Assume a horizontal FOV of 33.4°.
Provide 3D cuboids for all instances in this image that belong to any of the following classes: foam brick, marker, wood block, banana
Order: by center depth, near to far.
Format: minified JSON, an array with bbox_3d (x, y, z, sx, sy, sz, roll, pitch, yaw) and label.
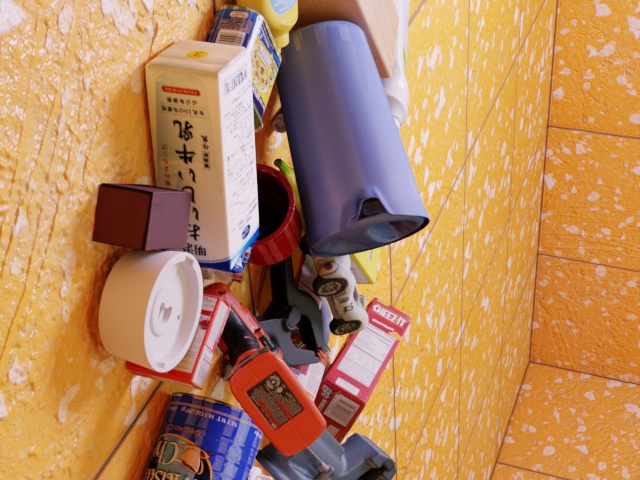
[{"bbox_3d":[-0.154,-0.021,0.930,0.078,0.051,0.053,-2,101,-71],"label":"foam brick"},{"bbox_3d":[0.024,-0.274,1.232,0.206,0.091,0.090,53,43,-65],"label":"wood block"},{"bbox_3d":[-0.026,-0.168,1.269,0.121,0.020,0.020,-60,153,-45],"label":"marker"},{"bbox_3d":[-0.046,-0.004,1.280,0.069,0.037,0.198,-11,110,-50],"label":"banana"}]

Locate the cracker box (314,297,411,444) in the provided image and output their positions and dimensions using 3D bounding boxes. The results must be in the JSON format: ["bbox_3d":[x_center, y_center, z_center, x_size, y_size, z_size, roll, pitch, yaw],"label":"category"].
[{"bbox_3d":[0.035,0.200,1.488,0.164,0.072,0.213,-61,175,35],"label":"cracker box"}]

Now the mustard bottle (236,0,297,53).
[{"bbox_3d":[-0.054,-0.270,1.072,0.096,0.058,0.192,-58,152,-55],"label":"mustard bottle"}]

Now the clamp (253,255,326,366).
[{"bbox_3d":[-0.052,0.093,1.243,0.164,0.036,0.210,-57,140,-28],"label":"clamp"}]

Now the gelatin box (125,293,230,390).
[{"bbox_3d":[-0.134,0.091,1.012,0.030,0.073,0.089,56,47,-59],"label":"gelatin box"}]

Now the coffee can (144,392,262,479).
[{"bbox_3d":[-0.123,0.236,1.077,0.102,0.103,0.140,58,46,-63],"label":"coffee can"}]

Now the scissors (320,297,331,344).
[{"bbox_3d":[0.006,0.066,1.432,0.096,0.016,0.202,-167,-92,-74],"label":"scissors"}]

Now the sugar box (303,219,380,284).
[{"bbox_3d":[0.033,-0.022,1.342,0.176,0.048,0.093,57,39,-59],"label":"sugar box"}]

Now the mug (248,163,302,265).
[{"bbox_3d":[-0.074,-0.015,1.128,0.117,0.093,0.081,-43,158,-7],"label":"mug"}]

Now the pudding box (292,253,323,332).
[{"bbox_3d":[-0.029,0.068,1.359,0.113,0.039,0.090,47,56,-65],"label":"pudding box"}]

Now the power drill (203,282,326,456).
[{"bbox_3d":[-0.055,0.141,1.075,0.057,0.188,0.184,-38,112,-4],"label":"power drill"}]

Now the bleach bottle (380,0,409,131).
[{"bbox_3d":[0.082,-0.243,1.362,0.102,0.068,0.251,66,22,-59],"label":"bleach bottle"}]

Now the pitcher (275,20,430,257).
[{"bbox_3d":[0.024,-0.108,1.176,0.144,0.149,0.243,1,70,-46],"label":"pitcher"}]

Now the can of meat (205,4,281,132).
[{"bbox_3d":[-0.081,-0.169,1.053,0.102,0.057,0.084,65,37,-60],"label":"can of meat"}]
